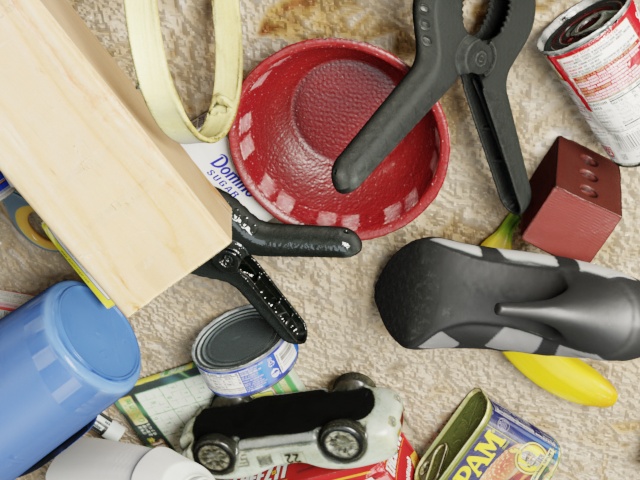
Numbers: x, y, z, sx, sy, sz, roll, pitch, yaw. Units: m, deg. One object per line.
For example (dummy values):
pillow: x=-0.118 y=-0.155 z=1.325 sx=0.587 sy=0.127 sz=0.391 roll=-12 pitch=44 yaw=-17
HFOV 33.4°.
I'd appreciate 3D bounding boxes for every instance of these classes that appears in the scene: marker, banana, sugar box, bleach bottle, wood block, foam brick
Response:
marker: x=-0.239 y=0.152 z=1.009 sx=0.121 sy=0.020 sz=0.020 roll=37 pitch=122 yaw=-12
banana: x=0.169 y=0.069 z=0.853 sx=0.070 sy=0.037 sz=0.197 roll=-21 pitch=115 yaw=26
sugar box: x=-0.124 y=-0.026 z=0.846 sx=0.176 sy=0.048 sz=0.093 roll=-28 pitch=113 yaw=17
bleach bottle: x=-0.153 y=0.223 z=0.938 sx=0.102 sy=0.068 sz=0.251 roll=49 pitch=149 yaw=-19
wood block: x=-0.156 y=-0.064 z=0.705 sx=0.090 sy=0.091 sz=0.206 roll=-36 pitch=106 yaw=5
foam brick: x=0.179 y=-0.028 z=0.765 sx=0.053 sy=0.078 sz=0.051 roll=26 pitch=125 yaw=-4

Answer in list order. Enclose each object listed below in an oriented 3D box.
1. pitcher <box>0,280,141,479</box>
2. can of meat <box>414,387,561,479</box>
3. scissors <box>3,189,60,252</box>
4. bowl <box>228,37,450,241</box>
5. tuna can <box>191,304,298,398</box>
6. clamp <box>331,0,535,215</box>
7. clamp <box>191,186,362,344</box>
pitcher: x=-0.266 y=0.140 z=0.919 sx=0.243 sy=0.149 sz=0.145 roll=-34 pitch=99 yaw=21
can of meat: x=0.144 y=0.192 z=0.913 sx=0.084 sy=0.057 sz=0.102 roll=32 pitch=100 yaw=-12
scissors: x=-0.280 y=-0.046 z=0.894 sx=0.202 sy=0.016 sz=0.096 roll=14 pitch=123 yaw=4
bowl: x=0.017 y=-0.081 z=0.781 sx=0.162 sy=0.055 sz=0.162 roll=6 pitch=123 yaw=9
tuna can: x=-0.062 y=0.092 z=0.891 sx=0.086 sy=0.086 sz=0.033 roll=-11 pitch=121 yaw=19
clamp: x=0.102 y=-0.116 z=0.712 sx=0.164 sy=0.036 sz=0.210 roll=13 pitch=97 yaw=-35
clamp: x=-0.055 y=0.001 z=0.799 sx=0.171 sy=0.039 sz=0.120 roll=32 pitch=122 yaw=-11
